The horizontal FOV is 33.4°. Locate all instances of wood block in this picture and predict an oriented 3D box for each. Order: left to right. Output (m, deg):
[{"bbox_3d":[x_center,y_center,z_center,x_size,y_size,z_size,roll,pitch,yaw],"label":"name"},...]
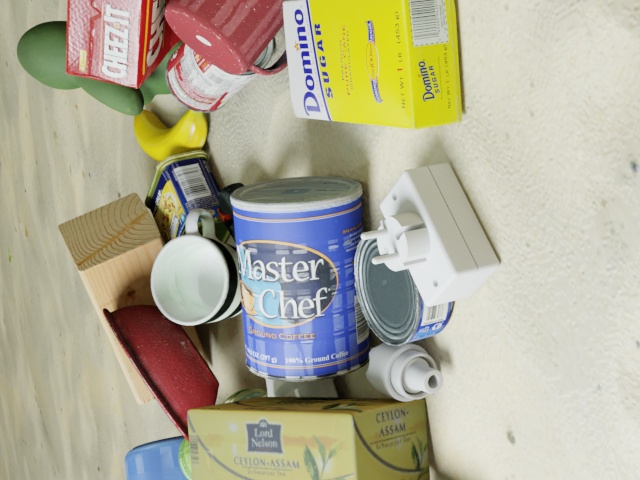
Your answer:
[{"bbox_3d":[-0.197,0.066,1.148,0.090,0.090,0.206,52,161,46],"label":"wood block"}]

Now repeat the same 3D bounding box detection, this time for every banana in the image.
[{"bbox_3d":[-0.160,-0.116,1.144,0.198,0.037,0.069,0,76,60],"label":"banana"}]

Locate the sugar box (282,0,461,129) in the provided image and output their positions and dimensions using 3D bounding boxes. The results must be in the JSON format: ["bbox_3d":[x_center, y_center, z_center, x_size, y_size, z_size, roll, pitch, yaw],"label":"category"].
[{"bbox_3d":[0.031,-0.131,0.760,0.176,0.048,0.093,14,112,59],"label":"sugar box"}]

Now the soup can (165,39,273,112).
[{"bbox_3d":[-0.091,-0.162,0.955,0.102,0.068,0.068,-26,77,62],"label":"soup can"}]

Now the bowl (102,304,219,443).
[{"bbox_3d":[-0.146,0.119,1.044,0.162,0.055,0.162,54,172,10],"label":"bowl"}]

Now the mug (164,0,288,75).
[{"bbox_3d":[-0.062,-0.180,0.853,0.093,0.081,0.117,22,163,51],"label":"mug"}]

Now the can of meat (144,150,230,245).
[{"bbox_3d":[-0.135,-0.029,1.101,0.084,0.057,0.102,65,150,21],"label":"can of meat"}]

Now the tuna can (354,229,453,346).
[{"bbox_3d":[0.060,0.032,0.778,0.086,0.033,0.086,33,128,54],"label":"tuna can"}]

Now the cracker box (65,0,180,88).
[{"bbox_3d":[-0.138,-0.246,0.889,0.213,0.072,0.164,-69,-9,-55],"label":"cracker box"}]

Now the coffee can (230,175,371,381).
[{"bbox_3d":[-0.014,0.027,0.843,0.103,0.102,0.140,20,118,59],"label":"coffee can"}]

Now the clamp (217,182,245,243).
[{"bbox_3d":[-0.056,0.001,0.966,0.171,0.039,0.120,-146,40,-74],"label":"clamp"}]
